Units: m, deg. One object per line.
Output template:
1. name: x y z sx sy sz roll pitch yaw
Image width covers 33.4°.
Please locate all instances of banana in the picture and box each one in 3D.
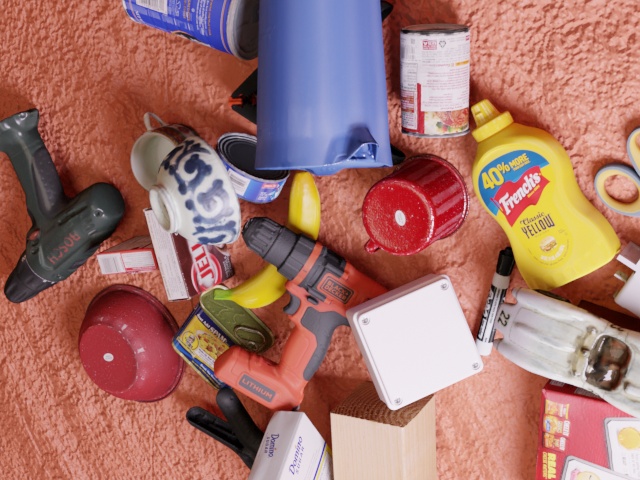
1. banana: -0.044 0.012 1.187 0.069 0.037 0.198 25 117 -22

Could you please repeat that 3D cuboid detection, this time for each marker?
1. marker: 0.180 0.062 1.099 0.020 0.020 0.121 21 115 22

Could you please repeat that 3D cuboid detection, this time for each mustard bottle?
1. mustard bottle: 0.201 -0.050 1.028 0.096 0.058 0.191 -30 90 38

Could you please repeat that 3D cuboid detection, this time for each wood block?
1. wood block: 0.074 0.274 1.187 0.091 0.090 0.206 6 109 28

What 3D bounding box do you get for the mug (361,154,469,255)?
1. mug: 0.086 -0.026 1.086 0.117 0.081 0.093 -42 84 32

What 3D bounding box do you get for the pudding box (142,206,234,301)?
1. pudding box: -0.150 0.004 1.223 0.039 0.089 0.113 -11 100 32

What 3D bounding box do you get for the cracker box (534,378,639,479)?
1. cracker box: 0.322 0.227 1.044 0.214 0.072 0.164 9 111 26

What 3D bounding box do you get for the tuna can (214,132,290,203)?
1. tuna can: -0.078 -0.079 1.158 0.086 0.086 0.034 37 122 14

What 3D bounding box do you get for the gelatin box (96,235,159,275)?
1. gelatin box: -0.208 0.015 1.269 0.089 0.073 0.030 -5 104 29

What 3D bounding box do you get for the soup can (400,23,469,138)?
1. soup can: 0.111 -0.156 1.037 0.069 0.068 0.102 7 109 27

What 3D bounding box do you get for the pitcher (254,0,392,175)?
1. pitcher: -0.006 -0.184 1.029 0.149 0.145 0.243 0 93 16

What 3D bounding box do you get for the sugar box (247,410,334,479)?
1. sugar box: -0.015 0.274 1.188 0.048 0.093 0.176 -3 138 31

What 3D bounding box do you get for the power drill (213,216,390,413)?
1. power drill: -0.039 0.085 1.163 0.184 0.057 0.188 32 109 -6

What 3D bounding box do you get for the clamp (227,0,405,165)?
1. clamp: -0.004 -0.165 1.117 0.210 0.036 0.164 6 99 31

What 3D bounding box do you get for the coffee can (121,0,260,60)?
1. coffee can: -0.122 -0.257 1.113 0.140 0.102 0.103 22 116 21

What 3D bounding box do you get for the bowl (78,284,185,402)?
1. bowl: -0.251 0.140 1.345 0.162 0.055 0.162 9 110 26

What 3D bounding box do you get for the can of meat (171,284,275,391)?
1. can of meat: -0.117 0.118 1.263 0.102 0.057 0.084 44 123 9

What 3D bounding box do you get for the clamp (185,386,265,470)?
1. clamp: -0.088 0.246 1.286 0.171 0.039 0.120 50 151 -12
